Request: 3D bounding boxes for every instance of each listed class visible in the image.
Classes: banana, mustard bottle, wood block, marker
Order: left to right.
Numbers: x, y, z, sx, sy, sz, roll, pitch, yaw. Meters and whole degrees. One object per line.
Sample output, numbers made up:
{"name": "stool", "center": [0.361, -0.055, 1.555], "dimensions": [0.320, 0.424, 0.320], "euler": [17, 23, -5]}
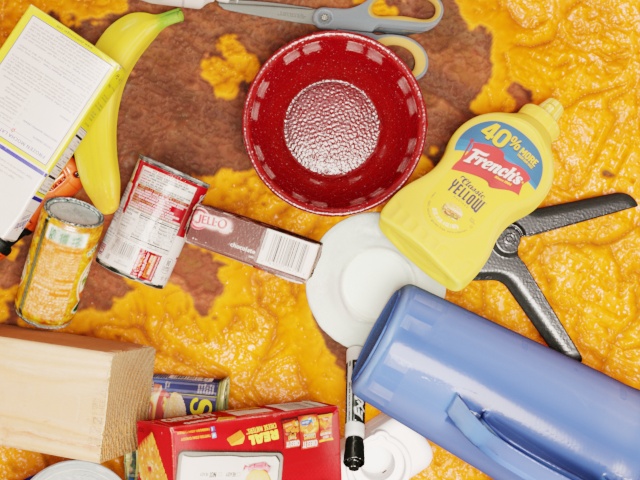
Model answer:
{"name": "wood block", "center": [-0.255, 0.121, 0.900], "dimensions": [0.206, 0.090, 0.090], "euler": [7, 90, 15]}
{"name": "banana", "center": [-0.182, -0.122, 0.936], "dimensions": [0.070, 0.037, 0.198], "euler": [12, 79, 23]}
{"name": "marker", "center": [0.031, 0.147, 0.936], "dimensions": [0.020, 0.020, 0.121], "euler": [5, 49, -2]}
{"name": "mustard bottle", "center": [0.145, -0.054, 0.926], "dimensions": [0.096, 0.058, 0.191], "euler": [41, 76, 13]}

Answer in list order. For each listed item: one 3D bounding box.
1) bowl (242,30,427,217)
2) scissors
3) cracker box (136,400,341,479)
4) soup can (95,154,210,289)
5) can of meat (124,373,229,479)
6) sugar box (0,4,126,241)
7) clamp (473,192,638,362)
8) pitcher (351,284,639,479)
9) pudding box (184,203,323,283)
{"name": "bowl", "center": [0.012, -0.102, 0.948], "dimensions": [0.162, 0.055, 0.162], "euler": [0, 92, -2]}
{"name": "scissors", "center": [0.013, -0.182, 0.966], "dimensions": [0.201, 0.016, 0.096], "euler": [-8, 92, -2]}
{"name": "cracker box", "center": [-0.064, 0.248, 0.887], "dimensions": [0.163, 0.072, 0.214], "euler": [-2, 89, -35]}
{"name": "soup can", "center": [-0.148, -0.016, 0.939], "dimensions": [0.068, 0.068, 0.102], "euler": [24, 91, -3]}
{"name": "can of meat", "center": [-0.127, 0.170, 0.951], "dimensions": [0.084, 0.057, 0.102], "euler": [5, 91, 1]}
{"name": "sugar box", "center": [-0.249, -0.097, 0.894], "dimensions": [0.093, 0.048, 0.176], "euler": [34, 89, 0]}
{"name": "clamp", "center": [0.176, -0.006, 0.965], "dimensions": [0.210, 0.036, 0.164], "euler": [29, 81, 1]}
{"name": "pitcher", "center": [0.152, 0.140, 0.899], "dimensions": [0.243, 0.149, 0.145], "euler": [28, 64, -1]}
{"name": "pudding box", "center": [-0.056, 0.001, 0.928], "dimensions": [0.113, 0.090, 0.039], "euler": [21, 93, 2]}
